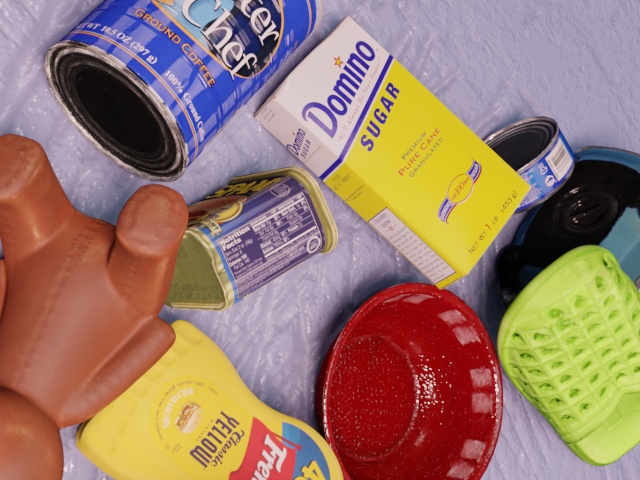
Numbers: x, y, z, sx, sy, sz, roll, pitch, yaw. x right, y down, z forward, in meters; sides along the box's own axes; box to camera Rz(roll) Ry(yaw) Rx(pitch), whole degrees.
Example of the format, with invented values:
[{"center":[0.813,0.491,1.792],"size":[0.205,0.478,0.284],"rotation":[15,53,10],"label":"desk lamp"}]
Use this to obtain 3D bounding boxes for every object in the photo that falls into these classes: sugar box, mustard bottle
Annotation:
[{"center":[0.051,-0.061,0.729],"size":[0.176,0.048,0.093],"rotation":[43,62,-6],"label":"sugar box"},{"center":[-0.044,0.142,0.634],"size":[0.191,0.058,0.096],"rotation":[42,63,-7],"label":"mustard bottle"}]

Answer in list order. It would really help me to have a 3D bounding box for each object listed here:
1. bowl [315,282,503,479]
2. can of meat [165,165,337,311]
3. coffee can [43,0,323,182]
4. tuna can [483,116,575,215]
[{"center":[0.052,0.110,0.742],"size":[0.161,0.055,0.162],"rotation":[3,84,-36],"label":"bowl"},{"center":[-0.054,0.001,0.645],"size":[0.083,0.102,0.057],"rotation":[-31,105,-32],"label":"can of meat"},{"center":[-0.079,-0.119,0.635],"size":[0.102,0.103,0.140],"rotation":[51,60,-22],"label":"coffee can"},{"center":[0.148,-0.055,0.807],"size":[0.086,0.086,0.033],"rotation":[-48,115,-29],"label":"tuna can"}]
